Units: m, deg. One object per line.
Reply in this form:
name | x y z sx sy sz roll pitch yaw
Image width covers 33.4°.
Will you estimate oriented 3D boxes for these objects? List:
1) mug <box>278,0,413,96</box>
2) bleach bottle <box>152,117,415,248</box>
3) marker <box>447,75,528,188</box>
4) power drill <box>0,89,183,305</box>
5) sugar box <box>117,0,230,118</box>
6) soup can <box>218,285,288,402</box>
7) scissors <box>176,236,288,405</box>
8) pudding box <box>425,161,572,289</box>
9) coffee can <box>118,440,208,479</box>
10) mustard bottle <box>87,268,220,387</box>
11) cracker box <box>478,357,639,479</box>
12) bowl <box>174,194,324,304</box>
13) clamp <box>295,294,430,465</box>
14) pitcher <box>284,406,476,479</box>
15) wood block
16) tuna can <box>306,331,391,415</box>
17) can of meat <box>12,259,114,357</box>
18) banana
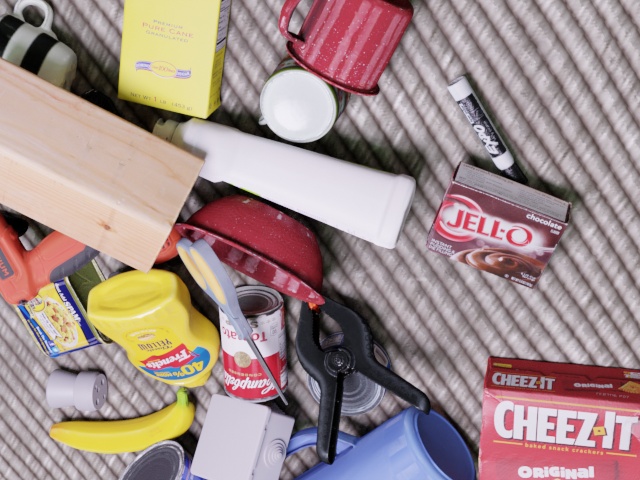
mug | 0.019 -0.186 0.918 0.117 0.093 0.082 13 119 -31
bleach bottle | -0.039 -0.063 0.994 0.251 0.102 0.068 19 88 6
marker | 0.154 -0.095 0.973 0.020 0.020 0.121 -27 106 24
power drill | -0.251 -0.034 1.055 0.187 0.057 0.184 -26 99 1
sugar box | -0.131 -0.208 0.977 0.093 0.048 0.176 13 119 8
soup can | -0.069 0.106 1.103 0.068 0.068 0.102 4 116 12
scissors | -0.088 0.072 1.038 0.016 0.096 0.201 -35 129 -17
pudding box | 0.163 -0.014 0.988 0.113 0.039 0.090 19 135 4
coffee can | -0.146 0.303 1.180 0.103 0.102 0.140 -27 122 24
mustard bottle | -0.156 0.101 1.095 0.096 0.058 0.191 -13 145 10
cracker box | 0.244 0.232 1.080 0.164 0.072 0.214 4 116 12
bowl | -0.057 0.001 1.025 0.162 0.162 0.055 27 81 0
clamp | 0.017 0.132 1.055 0.120 0.039 0.171 -34 63 -2
pitcher | 0.035 0.270 1.125 0.243 0.145 0.149 -40 135 24
wood block | -0.223 -0.066 0.964 0.206 0.090 0.091 27 147 -8
tuna can | 0.029 0.140 1.112 0.086 0.033 0.086 6 117 12
can of meat | -0.272 0.071 1.145 0.084 0.057 0.102 -17 109 24
banana | -0.213 0.209 1.206 0.198 0.037 0.069 -20 115 24
